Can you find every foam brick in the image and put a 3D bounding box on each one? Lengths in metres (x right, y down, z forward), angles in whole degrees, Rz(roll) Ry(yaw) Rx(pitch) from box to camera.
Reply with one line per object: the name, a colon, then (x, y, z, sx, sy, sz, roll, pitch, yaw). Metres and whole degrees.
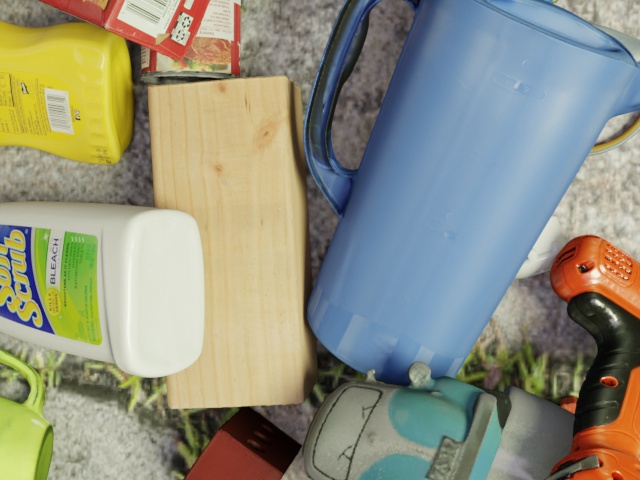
foam brick: (-0.053, 0.153, 0.723, 0.053, 0.078, 0.051, 36, 97, 4)

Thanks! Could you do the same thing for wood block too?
wood block: (-0.055, 0.001, 0.710, 0.090, 0.090, 0.206, -3, 92, 7)

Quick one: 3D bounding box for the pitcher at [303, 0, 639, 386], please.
pitcher: (0.072, -0.038, 0.653, 0.149, 0.144, 0.243, 45, 121, 42)

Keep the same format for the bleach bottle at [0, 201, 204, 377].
bleach bottle: (-0.188, 0.026, 0.697, 0.251, 0.067, 0.102, 2, 93, 37)

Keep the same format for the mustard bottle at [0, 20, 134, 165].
mustard bottle: (-0.228, -0.108, 0.735, 0.192, 0.058, 0.096, 7, 130, 8)

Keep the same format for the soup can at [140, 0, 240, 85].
soup can: (-0.087, -0.157, 0.719, 0.068, 0.068, 0.102, 1, 92, 7)
